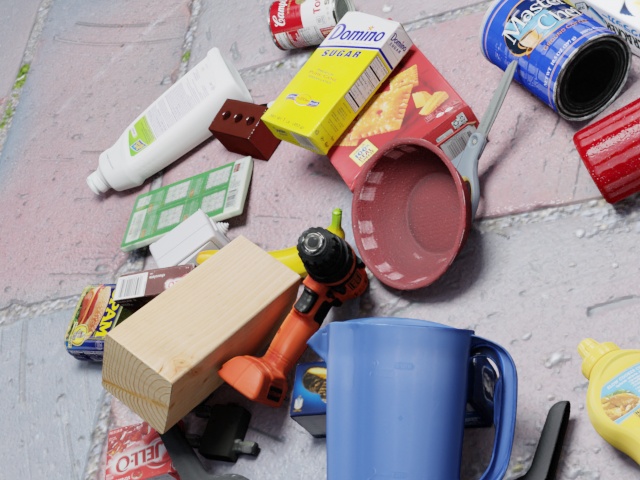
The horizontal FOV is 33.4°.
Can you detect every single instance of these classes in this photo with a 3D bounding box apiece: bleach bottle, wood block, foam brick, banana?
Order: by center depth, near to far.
[{"bbox_3d":[-0.123,0.095,1.125,0.091,0.090,0.205,34,47,18],"label":"wood block"},{"bbox_3d":[-0.047,0.016,1.227,0.198,0.069,0.037,-18,18,24],"label":"banana"},{"bbox_3d":[-0.094,-0.143,1.380,0.078,0.051,0.053,16,68,39],"label":"foam brick"},{"bbox_3d":[-0.215,-0.151,1.456,0.251,0.068,0.103,-35,46,9],"label":"bleach bottle"}]

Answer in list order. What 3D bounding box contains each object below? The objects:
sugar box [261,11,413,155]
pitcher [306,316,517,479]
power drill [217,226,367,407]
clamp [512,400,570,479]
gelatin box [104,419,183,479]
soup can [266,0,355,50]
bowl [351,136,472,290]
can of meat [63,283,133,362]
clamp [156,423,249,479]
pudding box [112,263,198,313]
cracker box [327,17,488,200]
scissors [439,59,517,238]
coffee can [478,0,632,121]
[{"bbox_3d":[0.019,-0.187,1.247,0.093,0.048,0.176,25,76,44],"label":"sugar box"},{"bbox_3d":[0.075,0.190,0.938,0.149,0.144,0.243,-5,81,55],"label":"pitcher"},{"bbox_3d":[-0.025,0.079,1.101,0.057,0.184,0.187,35,86,21],"label":"power drill"},{"bbox_3d":[0.195,0.223,0.942,0.171,0.039,0.120,-34,45,1],"label":"clamp"},{"bbox_3d":[-0.195,0.238,1.182,0.089,0.030,0.073,-19,50,20],"label":"gelatin box"},{"bbox_3d":[-0.011,-0.296,1.428,0.102,0.068,0.068,-6,55,28],"label":"soup can"},{"bbox_3d":[0.107,-0.028,1.139,0.162,0.055,0.162,1,92,47],"label":"bowl"},{"bbox_3d":[-0.257,0.100,1.304,0.084,0.057,0.102,-2,57,35],"label":"can of meat"},{"bbox_3d":[-0.126,0.285,1.090,0.210,0.036,0.164,22,87,30],"label":"clamp"},{"bbox_3d":[-0.170,0.066,1.248,0.114,0.090,0.039,-7,61,28],"label":"pudding box"},{"bbox_3d":[0.073,-0.150,1.266,0.164,0.072,0.214,-36,46,5],"label":"cracker box"},{"bbox_3d":[0.156,-0.101,1.174,0.096,0.016,0.202,9,84,48],"label":"scissors"},{"bbox_3d":[0.255,-0.209,1.172,0.103,0.102,0.140,-40,46,0],"label":"coffee can"}]
